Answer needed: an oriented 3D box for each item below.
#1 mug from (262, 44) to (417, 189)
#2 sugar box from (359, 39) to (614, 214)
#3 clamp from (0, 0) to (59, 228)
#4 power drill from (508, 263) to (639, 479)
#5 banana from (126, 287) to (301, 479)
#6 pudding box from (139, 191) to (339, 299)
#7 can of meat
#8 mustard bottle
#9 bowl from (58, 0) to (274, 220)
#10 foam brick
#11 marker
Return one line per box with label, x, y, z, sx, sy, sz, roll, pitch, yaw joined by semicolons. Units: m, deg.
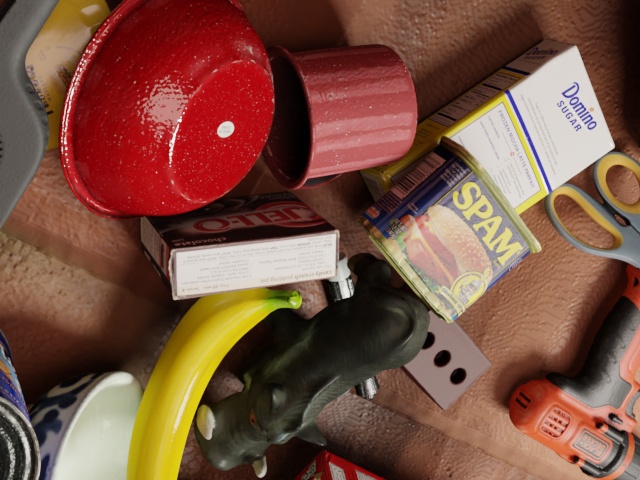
mug;0.008;-0.077;0.712;0.081;0.093;0.117;-11;142;-24
sugar box;0.123;-0.062;0.782;0.176;0.048;0.093;-35;117;-12
clamp;-0.186;-0.092;0.574;0.164;0.036;0.210;-10;116;-12
power drill;0.269;0.116;0.893;0.184;0.057;0.188;31;93;-28
banana;-0.087;0.100;0.708;0.037;0.070;0.198;22;103;-40
pudding box;-0.055;0.001;0.703;0.113;0.090;0.039;-9;111;-19
can of meat;0.086;-0.005;0.726;0.084;0.057;0.102;-41;117;0
mustard bottle;-0.206;-0.079;0.632;0.191;0.058;0.096;-25;119;-13
bowl;-0.078;-0.075;0.644;0.161;0.055;0.162;-39;145;-35
foam brick;0.081;0.080;0.806;0.053;0.051;0.078;-45;118;-4
marker;0.023;0.066;0.796;0.020;0.020;0.121;-21;114;-15
